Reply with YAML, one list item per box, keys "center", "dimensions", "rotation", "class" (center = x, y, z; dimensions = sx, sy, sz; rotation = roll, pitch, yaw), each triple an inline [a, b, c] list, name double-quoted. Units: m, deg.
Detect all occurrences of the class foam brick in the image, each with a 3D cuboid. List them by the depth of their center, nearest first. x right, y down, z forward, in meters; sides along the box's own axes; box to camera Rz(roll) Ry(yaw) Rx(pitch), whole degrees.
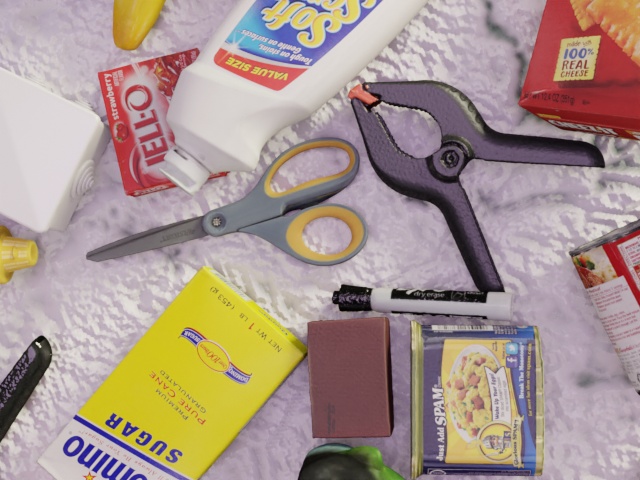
- center: [0.021, 0.090, 0.706]
  dimensions: [0.053, 0.051, 0.078]
  rotation: [-2, 87, 7]
  class: "foam brick"

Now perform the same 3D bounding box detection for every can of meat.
- center: [0.100, 0.103, 0.695]
  dimensions: [0.084, 0.057, 0.102]
  rotation: [0, 87, 4]
  class: "can of meat"

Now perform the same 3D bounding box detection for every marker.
- center: [0.066, 0.041, 0.709]
  dimensions: [0.121, 0.020, 0.020]
  rotation: [2, 88, 17]
  class: "marker"

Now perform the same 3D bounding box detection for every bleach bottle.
- center: [-0.010, -0.129, 0.697]
  dimensions: [0.102, 0.068, 0.251]
  rotation: [38, 85, 7]
  class: "bleach bottle"

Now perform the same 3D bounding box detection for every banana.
- center: [-0.079, -0.215, 0.737]
  dimensions: [0.198, 0.037, 0.069]
  rotation: [-37, 82, 3]
  class: "banana"

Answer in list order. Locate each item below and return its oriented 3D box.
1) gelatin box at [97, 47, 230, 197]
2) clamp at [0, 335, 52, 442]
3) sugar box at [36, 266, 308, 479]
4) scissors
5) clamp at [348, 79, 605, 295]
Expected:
- center: [-0.107, -0.081, 0.738]
  dimensions: [0.073, 0.030, 0.089]
  rotation: [-13, 86, 5]
  class: "gelatin box"
- center: [-0.277, 0.161, 0.742]
  dimensions: [0.164, 0.036, 0.210]
  rotation: [6, 91, 5]
  class: "clamp"
- center: [-0.099, 0.112, 0.721]
  dimensions: [0.093, 0.048, 0.176]
  rotation: [40, 91, 6]
  class: "sugar box"
- center: [-0.055, 0.001, 0.736]
  dimensions: [0.202, 0.016, 0.096]
  rotation: [-30, 85, 4]
  class: "scissors"
- center: [0.099, -0.058, 0.710]
  dimensions: [0.171, 0.039, 0.120]
  rotation: [45, 93, 2]
  class: "clamp"
